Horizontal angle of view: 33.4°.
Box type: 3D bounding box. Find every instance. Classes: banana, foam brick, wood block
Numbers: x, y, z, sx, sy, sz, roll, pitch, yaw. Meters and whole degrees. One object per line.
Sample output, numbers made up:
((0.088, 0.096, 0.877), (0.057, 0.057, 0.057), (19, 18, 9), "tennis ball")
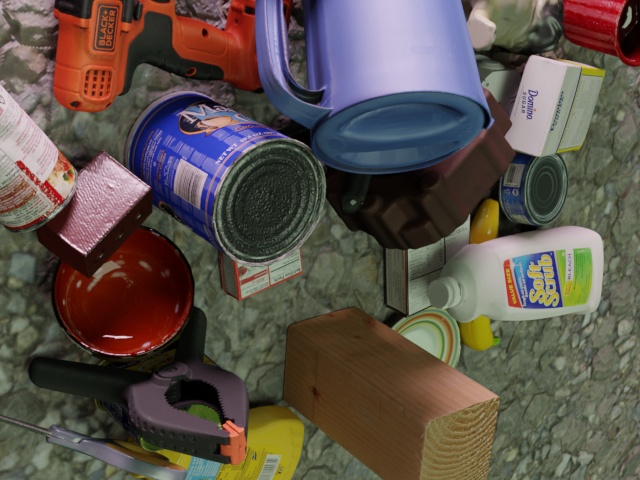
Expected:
((0.174, 0.051, 1.176), (0.069, 0.037, 0.198), (-52, 145, -49), "banana")
((-0.174, -0.019, 0.823), (0.078, 0.051, 0.053), (-50, 174, -21), "foam brick")
((0.060, 0.150, 1.010), (0.090, 0.206, 0.091), (-12, 118, -35), "wood block")

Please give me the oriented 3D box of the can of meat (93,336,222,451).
((-0.133, 0.132, 0.928), (0.101, 0.084, 0.057), (-17, 121, -33), "can of meat")

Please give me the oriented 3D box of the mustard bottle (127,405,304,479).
((-0.108, 0.200, 0.999), (0.191, 0.058, 0.096), (10, 110, -42), "mustard bottle")

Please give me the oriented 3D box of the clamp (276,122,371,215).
((0.039, -0.097, 0.923), (0.171, 0.120, 0.039), (-40, 151, -8), "clamp")

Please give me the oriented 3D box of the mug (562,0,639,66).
((0.315, -0.239, 1.116), (0.117, 0.082, 0.093), (-21, 123, -30), "mug")

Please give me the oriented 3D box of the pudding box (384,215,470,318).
((0.110, 0.013, 1.101), (0.089, 0.039, 0.113), (-20, 120, -30), "pudding box")

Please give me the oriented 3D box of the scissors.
((-0.205, 0.164, 0.887), (0.096, 0.202, 0.016), (94, 15, -82), "scissors")

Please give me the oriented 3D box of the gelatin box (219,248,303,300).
((-0.056, 0.001, 0.965), (0.073, 0.030, 0.089), (-24, 125, -30), "gelatin box")

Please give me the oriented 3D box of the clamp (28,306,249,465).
((-0.114, 0.114, 0.860), (0.164, 0.210, 0.036), (-23, 123, -37), "clamp")

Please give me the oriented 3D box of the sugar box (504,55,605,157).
((0.239, -0.137, 1.085), (0.176, 0.048, 0.093), (-11, 119, -61), "sugar box")

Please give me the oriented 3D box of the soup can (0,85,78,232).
((-0.231, -0.063, 0.765), (0.068, 0.069, 0.102), (-46, 132, -12), "soup can")

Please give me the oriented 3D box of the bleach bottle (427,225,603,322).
((0.202, 0.045, 1.118), (0.250, 0.068, 0.102), (-10, 106, -43), "bleach bottle")

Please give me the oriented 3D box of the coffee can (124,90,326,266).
((-0.078, -0.052, 0.845), (0.102, 0.140, 0.103), (-17, 121, -32), "coffee can")

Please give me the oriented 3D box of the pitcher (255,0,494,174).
((0.036, -0.183, 0.809), (0.149, 0.145, 0.243), (40, 39, -64), "pitcher")

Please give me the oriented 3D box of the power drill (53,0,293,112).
((-0.110, -0.187, 0.814), (0.187, 0.057, 0.184), (-2, 112, -37), "power drill")

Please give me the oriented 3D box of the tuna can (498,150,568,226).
((0.232, -0.059, 1.154), (0.085, 0.034, 0.086), (-9, 104, -43), "tuna can")
